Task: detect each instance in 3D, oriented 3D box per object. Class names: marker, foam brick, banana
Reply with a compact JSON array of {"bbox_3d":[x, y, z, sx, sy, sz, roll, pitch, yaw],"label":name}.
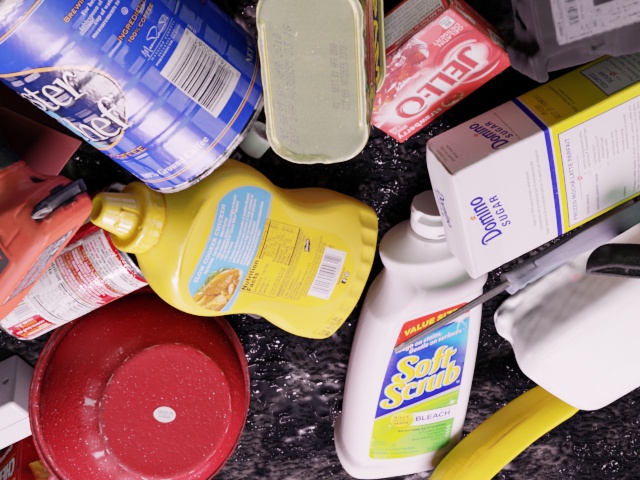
[{"bbox_3d":[-0.072,-0.030,0.689,0.020,0.020,0.121,25,125,-29],"label":"marker"},{"bbox_3d":[-0.179,-0.057,0.621,0.053,0.051,0.078,25,124,-29],"label":"foam brick"},{"bbox_3d":[0.144,0.159,0.842,0.197,0.037,0.069,-36,153,-18],"label":"banana"}]

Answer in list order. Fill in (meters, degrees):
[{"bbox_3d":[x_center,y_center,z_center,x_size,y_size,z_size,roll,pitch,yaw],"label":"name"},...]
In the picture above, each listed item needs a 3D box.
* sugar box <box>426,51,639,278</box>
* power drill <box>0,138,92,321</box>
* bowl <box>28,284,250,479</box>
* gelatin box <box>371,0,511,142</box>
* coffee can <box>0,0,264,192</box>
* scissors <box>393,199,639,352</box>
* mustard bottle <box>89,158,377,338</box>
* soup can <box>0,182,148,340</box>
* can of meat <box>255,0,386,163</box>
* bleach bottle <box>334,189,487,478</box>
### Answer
[{"bbox_3d":[0.155,-0.055,0.661,0.176,0.048,0.093,-24,133,-5],"label":"sugar box"},{"bbox_3d":[-0.230,-0.035,0.574,0.187,0.057,0.185,43,120,-3],"label":"power drill"},{"bbox_3d":[-0.113,0.111,0.726,0.161,0.055,0.162,-1,93,-26],"label":"bowl"},{"bbox_3d":[0.057,-0.103,0.621,0.089,0.030,0.073,-34,145,26],"label":"gelatin box"},{"bbox_3d":[-0.109,-0.104,0.553,0.103,0.103,0.140,-36,129,22],"label":"coffee can"},{"bbox_3d":[0.143,0.017,0.697,0.201,0.016,0.096,-29,176,-24],"label":"scissors"},{"bbox_3d":[-0.055,0.001,0.656,0.191,0.058,0.096,15,101,-41],"label":"mustard bottle"},{"bbox_3d":[-0.159,0.015,0.681,0.102,0.068,0.068,-25,132,14],"label":"soup can"},{"bbox_3d":[0.001,-0.100,0.543,0.057,0.084,0.102,0,122,8],"label":"can of meat"},{"bbox_3d":[0.064,0.070,0.780,0.102,0.068,0.251,-6,132,-8],"label":"bleach bottle"}]
